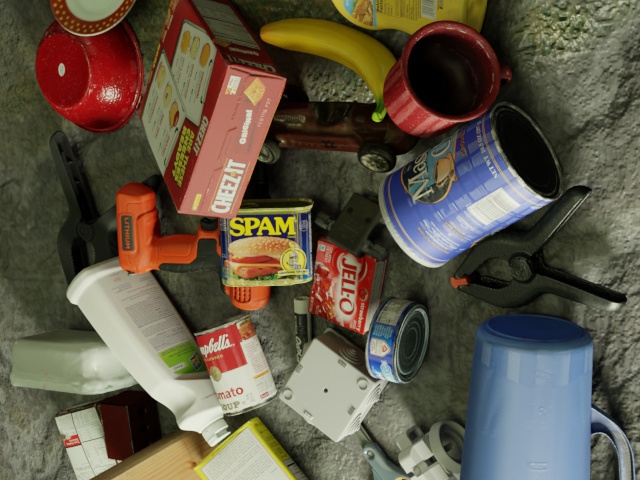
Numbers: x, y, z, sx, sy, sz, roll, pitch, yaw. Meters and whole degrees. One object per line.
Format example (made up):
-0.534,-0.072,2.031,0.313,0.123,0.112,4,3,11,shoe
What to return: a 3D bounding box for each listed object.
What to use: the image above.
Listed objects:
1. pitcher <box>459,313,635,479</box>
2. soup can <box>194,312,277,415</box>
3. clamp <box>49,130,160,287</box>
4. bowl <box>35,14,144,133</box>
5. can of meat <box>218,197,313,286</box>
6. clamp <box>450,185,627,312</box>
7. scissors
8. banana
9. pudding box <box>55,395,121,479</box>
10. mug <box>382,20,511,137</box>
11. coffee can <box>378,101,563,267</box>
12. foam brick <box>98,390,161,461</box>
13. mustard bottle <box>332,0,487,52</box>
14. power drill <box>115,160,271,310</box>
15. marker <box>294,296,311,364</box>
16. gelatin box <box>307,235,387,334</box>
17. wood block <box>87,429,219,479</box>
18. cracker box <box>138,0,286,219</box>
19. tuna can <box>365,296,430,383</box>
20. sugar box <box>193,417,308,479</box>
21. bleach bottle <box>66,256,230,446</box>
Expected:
0.207,0.198,1.016,0.145,0.148,0.243,14,107,46,pitcher
-0.097,0.142,1.230,0.069,0.068,0.102,-18,93,35,soup can
-0.275,-0.018,1.325,0.165,0.036,0.210,18,112,26,clamp
-0.288,-0.204,1.274,0.162,0.055,0.162,9,107,32,bowl
-0.058,0.001,1.128,0.102,0.057,0.084,-1,102,2,can of meat
0.206,0.030,1.016,0.172,0.039,0.120,-27,82,42,clamp
0.054,0.253,1.190,0.202,0.016,0.096,42,121,18,scissors
0.020,-0.186,1.066,0.198,0.069,0.037,40,148,38,banana
-0.295,0.270,1.413,0.090,0.039,0.113,-19,93,35,pudding box
0.117,-0.144,0.975,0.082,0.117,0.093,143,115,-73,mug
0.139,-0.050,1.000,0.141,0.102,0.103,-33,83,35,coffee can
-0.242,0.236,1.359,0.051,0.052,0.078,0,103,34,foam brick
0.064,-0.248,1.024,0.192,0.058,0.096,20,127,28,mustard bottle
-0.140,-0.020,1.209,0.188,0.057,0.184,8,106,24,power drill
-0.018,0.123,1.201,0.020,0.020,0.121,7,106,32,marker
0.028,0.046,1.143,0.073,0.030,0.089,20,113,28,gelatin box
-0.208,0.301,1.259,0.090,0.205,0.091,-26,88,35,wood block
-0.118,-0.147,1.106,0.164,0.072,0.214,-68,31,26,cracker box
0.080,0.102,1.090,0.034,0.086,0.086,11,108,29,tuna can
-0.056,0.303,1.243,0.093,0.048,0.176,-42,79,9,sugar box
-0.193,0.136,1.266,0.251,0.102,0.068,54,132,14,bleach bottle
